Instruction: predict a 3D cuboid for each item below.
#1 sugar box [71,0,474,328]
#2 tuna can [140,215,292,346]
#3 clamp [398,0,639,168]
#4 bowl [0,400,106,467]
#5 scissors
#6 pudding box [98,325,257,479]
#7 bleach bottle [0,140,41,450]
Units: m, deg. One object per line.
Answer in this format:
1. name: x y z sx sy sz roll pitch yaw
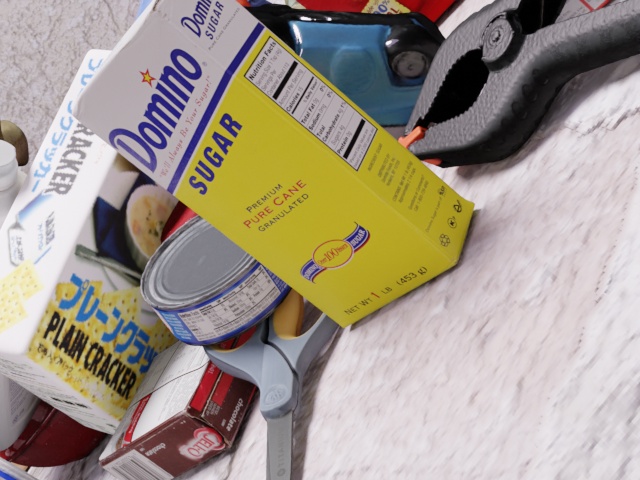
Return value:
1. sugar box: -0.023 -0.038 0.501 0.094 0.176 0.048 -36 24 47
2. tuna can: -0.054 0.017 0.589 0.086 0.033 0.086 -24 32 16
3. clamp: 0.100 -0.086 0.490 0.172 0.039 0.120 -55 29 32
4. bowl: -0.196 0.126 0.870 0.162 0.055 0.162 -48 17 20
5. scissors: -0.035 0.079 0.536 0.096 0.016 0.201 -13 37 28
6. pudding box: -0.078 0.094 0.638 0.114 0.039 0.090 -34 23 44
7. bleach bottle: -0.226 0.033 0.743 0.102 0.068 0.251 -74 0 -50
